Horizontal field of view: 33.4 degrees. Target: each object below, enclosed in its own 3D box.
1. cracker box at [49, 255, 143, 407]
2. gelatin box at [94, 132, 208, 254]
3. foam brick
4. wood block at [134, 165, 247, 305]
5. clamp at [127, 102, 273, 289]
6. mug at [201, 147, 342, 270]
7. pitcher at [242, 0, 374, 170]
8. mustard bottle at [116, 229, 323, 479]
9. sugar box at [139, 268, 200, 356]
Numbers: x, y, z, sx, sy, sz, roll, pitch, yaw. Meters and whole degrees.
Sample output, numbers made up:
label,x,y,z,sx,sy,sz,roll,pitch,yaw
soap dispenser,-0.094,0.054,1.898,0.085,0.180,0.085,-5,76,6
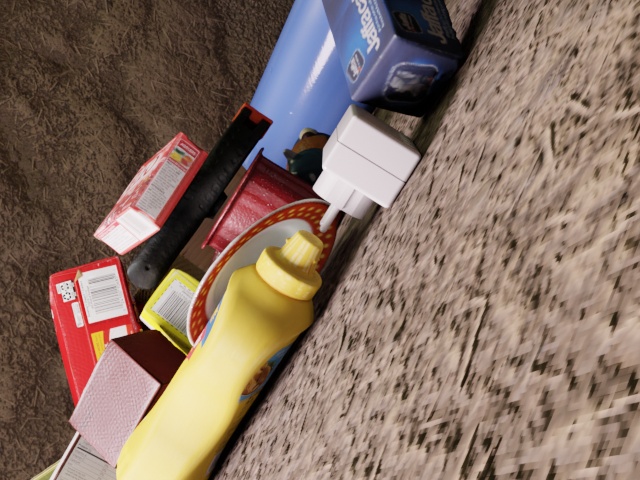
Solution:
label,x,y,z,sx,sy,sz,roll,pitch,yaw
cracker box,-0.194,0.120,1.002,0.072,0.164,0.214,-15,-11,-10
gelatin box,-0.128,-0.034,0.795,0.089,0.030,0.073,-25,31,59
foam brick,-0.128,0.109,0.744,0.051,0.053,0.078,-8,-47,-59
wood block,-0.098,0.004,1.135,0.090,0.091,0.205,-53,2,39
clamp,-0.099,-0.029,0.844,0.171,0.039,0.120,-54,11,-14
mug,-0.042,-0.003,0.844,0.117,0.081,0.093,-58,6,8
pitcher,0.004,-0.176,1.107,0.149,0.145,0.243,-30,-24,-56
mustard bottle,-0.055,0.075,0.669,0.192,0.058,0.096,-57,-5,16
sugar box,-0.095,0.072,0.841,0.048,0.093,0.176,-51,4,-14
